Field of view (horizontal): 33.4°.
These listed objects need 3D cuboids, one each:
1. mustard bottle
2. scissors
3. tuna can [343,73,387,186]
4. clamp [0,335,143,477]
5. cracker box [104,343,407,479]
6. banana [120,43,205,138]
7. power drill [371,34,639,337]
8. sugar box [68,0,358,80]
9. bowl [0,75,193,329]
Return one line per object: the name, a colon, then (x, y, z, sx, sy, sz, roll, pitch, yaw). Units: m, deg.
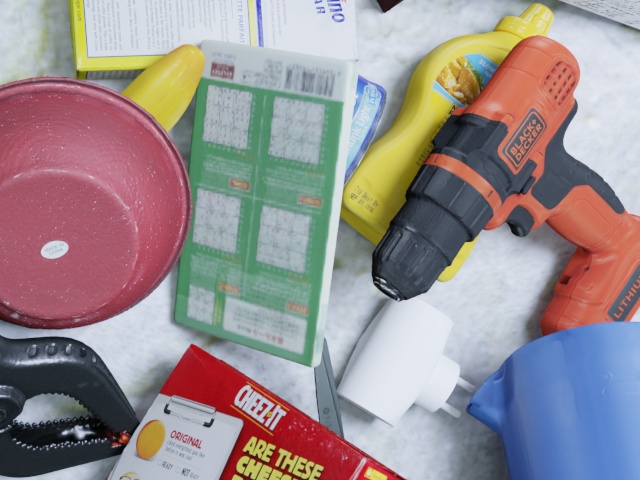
mustard bottle: (0.094, -0.075, 0.693, 0.096, 0.058, 0.191, 37, 81, -16)
scissors: (0.029, 0.153, 0.671, 0.096, 0.016, 0.202, 2, 102, -21)
tuna can: (0.006, -0.065, 0.661, 0.033, 0.086, 0.086, 28, 82, -12)
clamp: (-0.194, 0.093, 0.595, 0.165, 0.036, 0.209, -49, 132, 9)
cracker box: (-0.064, 0.188, 0.594, 0.072, 0.164, 0.213, 38, 81, -43)
banana: (-0.154, -0.054, 0.636, 0.197, 0.069, 0.037, -23, 54, -5)
power drill: (0.131, -0.003, 0.662, 0.187, 0.057, 0.184, 44, 78, -34)
sugar box: (-0.067, -0.151, 0.669, 0.176, 0.048, 0.093, -3, 90, -16)
bowl: (-0.151, -0.008, 0.608, 0.162, 0.055, 0.162, -5, 116, -11)
